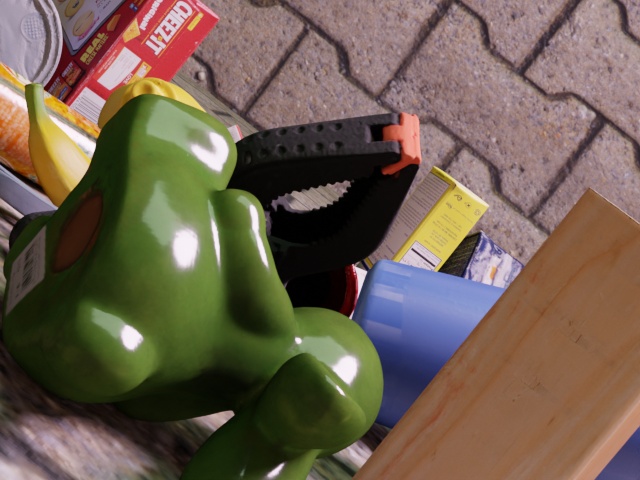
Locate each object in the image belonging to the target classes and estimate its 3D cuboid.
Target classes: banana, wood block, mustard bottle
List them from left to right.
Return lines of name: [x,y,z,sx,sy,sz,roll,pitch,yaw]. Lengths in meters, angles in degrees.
banana: [-0.122,-0.024,0.686,0.037,0.069,0.197,4,-22,34]
mustard bottle: [-0.119,-0.074,0.814,0.096,0.058,0.191,22,-15,7]
wood block: [0.119,0.087,0.577,0.090,0.206,0.090,41,6,24]

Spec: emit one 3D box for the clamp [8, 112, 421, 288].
clamp: [-0.029,0.001,0.539,0.164,0.210,0.036,40,38,-40]

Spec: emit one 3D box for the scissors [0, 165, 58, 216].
scissors: [-0.121,0.010,0.606,0.201,0.016,0.096,37,-6,-15]

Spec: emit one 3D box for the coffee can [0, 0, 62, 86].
coffee can: [-0.247,-0.161,0.787,0.102,0.103,0.140,35,6,-25]

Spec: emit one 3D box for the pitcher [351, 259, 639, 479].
pitcher: [0.133,0.106,0.725,0.243,0.149,0.145,17,-19,5]

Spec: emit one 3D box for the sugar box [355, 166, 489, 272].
sugar box: [0.074,0.019,0.975,0.048,0.176,0.093,34,7,-12]

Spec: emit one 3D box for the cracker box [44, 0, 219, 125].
cracker box: [-0.199,-0.181,0.933,0.072,0.164,0.214,35,7,-41]
